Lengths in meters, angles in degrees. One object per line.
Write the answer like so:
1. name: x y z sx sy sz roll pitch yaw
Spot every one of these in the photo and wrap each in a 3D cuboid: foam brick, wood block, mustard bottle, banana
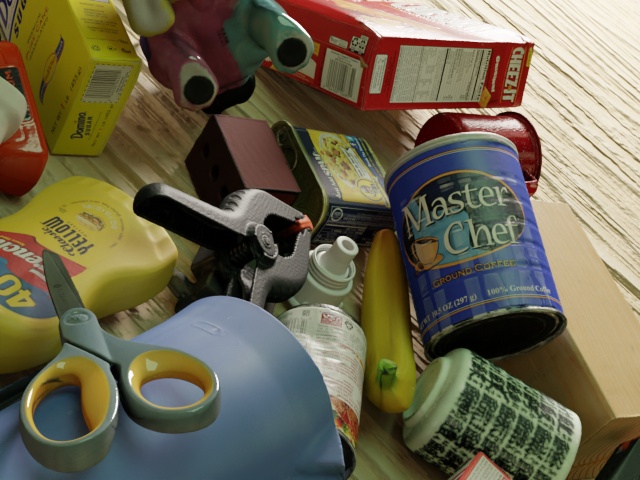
1. foam brick: -0.059 -0.049 0.800 0.051 0.053 0.078 2 48 -37
2. wood block: 0.182 0.072 0.830 0.090 0.090 0.206 5 47 -35
3. mustard bottle: -0.176 0.027 0.621 0.096 0.058 0.191 37 37 14
4. banana: 0.049 0.064 0.753 0.037 0.070 0.197 9 27 -4

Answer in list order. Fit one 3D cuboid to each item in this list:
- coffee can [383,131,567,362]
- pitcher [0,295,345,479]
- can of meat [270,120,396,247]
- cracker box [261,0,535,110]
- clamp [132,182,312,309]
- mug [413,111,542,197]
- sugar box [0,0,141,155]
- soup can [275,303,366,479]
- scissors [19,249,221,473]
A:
1. coffee can: 0.110 0.007 0.772 0.102 0.103 0.140 7 59 -33
2. pitcher: -0.120 0.124 0.519 0.242 0.149 0.145 -24 82 -46
3. can of meat: 0.007 -0.042 0.843 0.083 0.058 0.102 4 47 -38
4. cracker box: 0.063 -0.174 0.968 0.213 0.072 0.164 -8 28 -42
5. clamp: -0.054 0.001 0.678 0.120 0.039 0.171 65 22 -11
6. mug: 0.142 -0.066 0.943 0.081 0.093 0.117 1 27 -32
7. sugar box: -0.191 -0.157 0.780 0.048 0.093 0.176 -3 51 -40
8. soup can: -0.007 0.097 0.672 0.068 0.069 0.102 26 37 -13
9. scissors: -0.098 0.046 0.520 0.096 0.016 0.202 -3 25 -6
